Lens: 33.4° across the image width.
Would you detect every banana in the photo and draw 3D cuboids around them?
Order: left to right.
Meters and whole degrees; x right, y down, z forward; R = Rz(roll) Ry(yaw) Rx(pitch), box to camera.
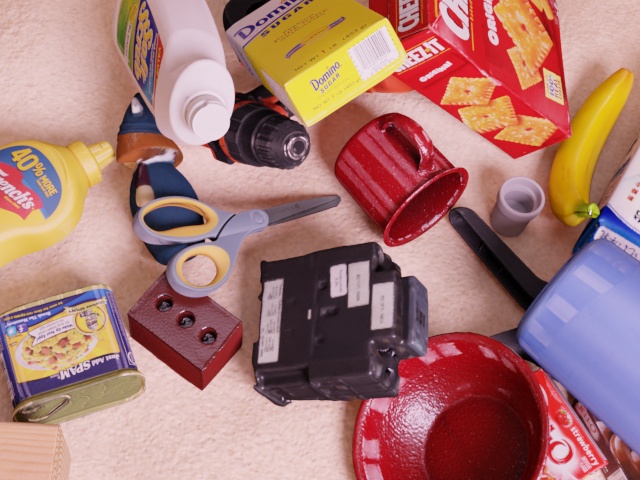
[{"bbox_3d":[0.242,-0.076,0.961,0.037,0.070,0.197,43,48,-24],"label":"banana"}]

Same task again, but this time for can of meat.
[{"bbox_3d":[-0.197,0.089,0.827,0.102,0.057,0.084,-16,64,-15],"label":"can of meat"}]

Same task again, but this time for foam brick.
[{"bbox_3d":[-0.107,0.072,0.849,0.078,0.051,0.053,35,65,10],"label":"foam brick"}]

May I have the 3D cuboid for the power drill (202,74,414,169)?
[{"bbox_3d":[-0.012,-0.121,0.909,0.187,0.057,0.185,-27,29,-25],"label":"power drill"}]

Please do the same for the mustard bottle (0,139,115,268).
[{"bbox_3d":[-0.255,-0.030,0.878,0.191,0.058,0.096,-32,67,-21],"label":"mustard bottle"}]

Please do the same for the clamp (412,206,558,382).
[{"bbox_3d":[0.186,0.059,0.900,0.210,0.036,0.164,12,63,-3],"label":"clamp"}]

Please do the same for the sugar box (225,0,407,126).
[{"bbox_3d":[-0.009,-0.156,0.848,0.093,0.048,0.176,-33,33,-5],"label":"sugar box"}]

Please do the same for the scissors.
[{"bbox_3d":[-0.056,0.001,0.875,0.201,0.016,0.096,1,61,-32],"label":"scissors"}]

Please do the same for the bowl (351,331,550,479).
[{"bbox_3d":[0.106,0.154,0.808,0.162,0.055,0.162,-15,60,28],"label":"bowl"}]

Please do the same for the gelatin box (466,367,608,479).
[{"bbox_3d":[0.169,0.156,0.837,0.073,0.030,0.089,-35,70,11],"label":"gelatin box"}]

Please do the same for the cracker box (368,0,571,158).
[{"bbox_3d":[0.134,-0.190,0.936,0.213,0.072,0.164,27,53,-42],"label":"cracker box"}]

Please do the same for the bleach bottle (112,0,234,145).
[{"bbox_3d":[-0.115,-0.153,0.870,0.068,0.103,0.251,7,27,-24],"label":"bleach bottle"}]

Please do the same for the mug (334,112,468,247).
[{"bbox_3d":[0.067,-0.061,0.905,0.093,0.117,0.081,-31,66,-21],"label":"mug"}]
